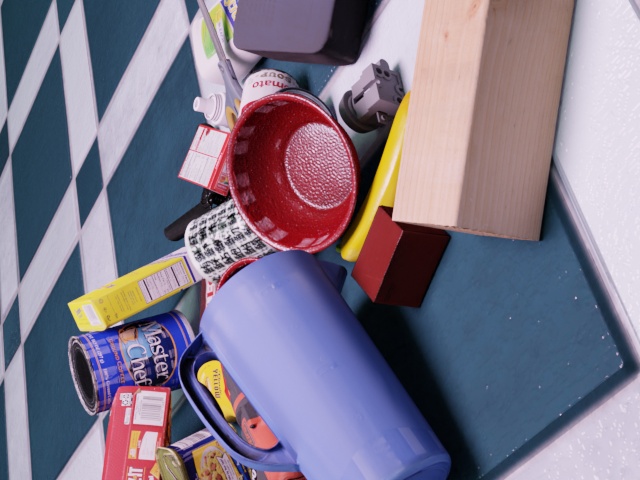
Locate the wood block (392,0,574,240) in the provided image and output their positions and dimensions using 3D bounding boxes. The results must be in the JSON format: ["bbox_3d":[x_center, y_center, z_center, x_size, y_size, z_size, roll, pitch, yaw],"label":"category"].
[{"bbox_3d":[0.131,-0.109,0.863,0.090,0.090,0.206,8,90,61],"label":"wood block"}]

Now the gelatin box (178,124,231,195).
[{"bbox_3d":[-0.133,-0.100,1.322,0.089,0.030,0.073,21,90,55],"label":"gelatin box"}]

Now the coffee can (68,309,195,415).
[{"bbox_3d":[-0.237,0.154,1.359,0.103,0.140,0.103,36,133,51],"label":"coffee can"}]

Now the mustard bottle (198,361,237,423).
[{"bbox_3d":[-0.079,0.157,1.192,0.192,0.058,0.096,-15,79,57],"label":"mustard bottle"}]

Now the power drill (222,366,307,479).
[{"bbox_3d":[-0.059,0.227,1.081,0.184,0.057,0.188,-122,26,-51],"label":"power drill"}]

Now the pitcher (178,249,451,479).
[{"bbox_3d":[-0.004,0.139,0.941,0.149,0.144,0.243,-53,56,24],"label":"pitcher"}]

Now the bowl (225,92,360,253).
[{"bbox_3d":[-0.016,-0.069,1.061,0.162,0.055,0.162,12,111,35],"label":"bowl"}]

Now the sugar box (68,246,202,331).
[{"bbox_3d":[-0.222,0.058,1.351,0.094,0.176,0.048,-9,109,58],"label":"sugar box"}]

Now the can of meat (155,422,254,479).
[{"bbox_3d":[-0.125,0.262,1.188,0.058,0.083,0.102,-8,101,56],"label":"can of meat"}]

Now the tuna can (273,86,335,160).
[{"bbox_3d":[-0.024,-0.121,1.140,0.034,0.086,0.086,-44,46,45],"label":"tuna can"}]

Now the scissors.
[{"bbox_3d":[-0.117,-0.197,1.306,0.202,0.016,0.096,64,157,4],"label":"scissors"}]

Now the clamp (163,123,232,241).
[{"bbox_3d":[-0.138,-0.046,1.362,0.210,0.036,0.165,41,113,54],"label":"clamp"}]

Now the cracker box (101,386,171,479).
[{"bbox_3d":[-0.220,0.299,1.290,0.214,0.072,0.164,100,172,-51],"label":"cracker box"}]

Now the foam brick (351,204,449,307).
[{"bbox_3d":[0.071,0.014,0.973,0.051,0.052,0.078,52,127,52],"label":"foam brick"}]

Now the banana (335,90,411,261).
[{"bbox_3d":[0.058,-0.048,1.027,0.198,0.037,0.070,-63,36,29],"label":"banana"}]

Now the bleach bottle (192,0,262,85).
[{"bbox_3d":[-0.069,-0.290,1.284,0.251,0.068,0.102,-38,54,48],"label":"bleach bottle"}]

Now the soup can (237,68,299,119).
[{"bbox_3d":[-0.059,-0.134,1.198,0.069,0.068,0.102,-46,29,46],"label":"soup can"}]
